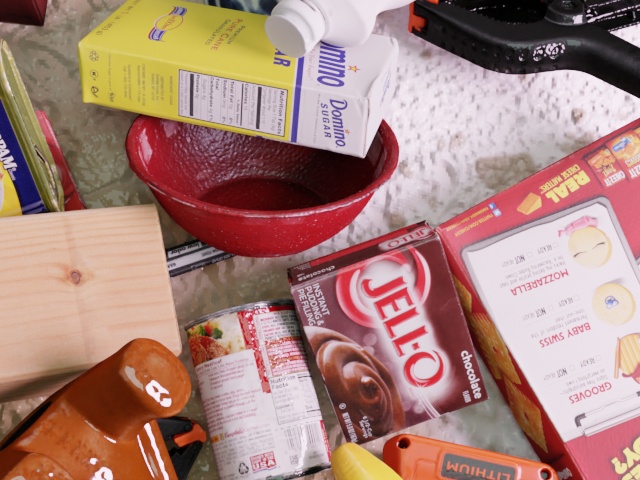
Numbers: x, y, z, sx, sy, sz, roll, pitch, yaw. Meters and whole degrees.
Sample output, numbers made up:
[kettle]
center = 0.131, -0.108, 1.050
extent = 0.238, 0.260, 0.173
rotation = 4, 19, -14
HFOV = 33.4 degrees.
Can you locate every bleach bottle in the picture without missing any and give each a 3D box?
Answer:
[bleach bottle]
center = 0.054, -0.192, 0.656
extent = 0.102, 0.068, 0.250
rotation = 46, 60, -13

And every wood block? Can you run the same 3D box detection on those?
[wood block]
center = -0.192, 0.043, 0.587
extent = 0.205, 0.090, 0.091
rotation = -6, 76, -24

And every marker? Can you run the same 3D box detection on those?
[marker]
center = -0.054, 0.001, 0.672
extent = 0.121, 0.020, 0.020
rotation = -18, 79, -8

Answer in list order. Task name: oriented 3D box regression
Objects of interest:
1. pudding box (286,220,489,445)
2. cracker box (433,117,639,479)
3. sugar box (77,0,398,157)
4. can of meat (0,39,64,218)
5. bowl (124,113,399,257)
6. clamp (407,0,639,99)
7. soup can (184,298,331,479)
[pudding box]
center = 0.040, 0.055, 0.628
extent = 0.090, 0.039, 0.113
rotation = -19, 111, 1
[cracker box]
center = 0.185, 0.052, 0.651
extent = 0.164, 0.072, 0.214
rotation = -28, 81, -9
[sugar box]
center = -0.047, -0.104, 0.645
extent = 0.176, 0.048, 0.093
rotation = 9, 35, 10
[can of meat]
center = -0.202, -0.051, 0.605
extent = 0.084, 0.057, 0.102
rotation = -18, 120, -5
[bowl]
center = -0.035, -0.038, 0.641
extent = 0.162, 0.055, 0.162
rotation = 2, 34, -1
[clamp]
center = 0.160, -0.129, 0.679
extent = 0.210, 0.036, 0.164
rotation = 4, 42, 4
[soup can]
center = -0.036, 0.092, 0.628
extent = 0.068, 0.068, 0.102
rotation = -13, 79, -7
